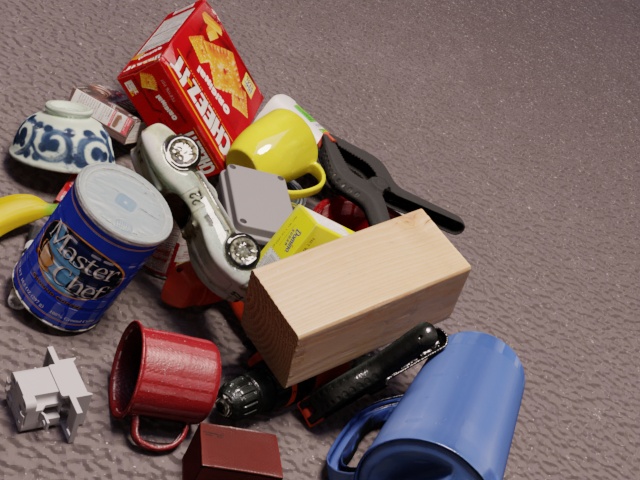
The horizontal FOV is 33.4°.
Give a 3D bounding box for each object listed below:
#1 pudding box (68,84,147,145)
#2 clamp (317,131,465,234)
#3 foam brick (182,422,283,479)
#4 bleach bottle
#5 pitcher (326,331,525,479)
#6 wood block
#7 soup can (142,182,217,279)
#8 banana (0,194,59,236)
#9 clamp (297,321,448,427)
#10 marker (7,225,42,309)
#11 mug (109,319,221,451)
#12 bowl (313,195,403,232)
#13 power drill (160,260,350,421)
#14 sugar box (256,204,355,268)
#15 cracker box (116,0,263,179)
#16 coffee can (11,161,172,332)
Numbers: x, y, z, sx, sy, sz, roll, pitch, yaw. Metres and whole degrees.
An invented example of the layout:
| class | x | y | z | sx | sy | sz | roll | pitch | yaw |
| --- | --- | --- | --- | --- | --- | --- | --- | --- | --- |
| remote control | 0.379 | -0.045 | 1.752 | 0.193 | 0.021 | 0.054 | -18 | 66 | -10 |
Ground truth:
| class | x | y | z | sx | sy | sz | roll | pitch | yaw |
| --- | --- | --- | --- | --- | --- | --- | --- | --- | --- |
| pudding box | -0.254 | -0.157 | 1.324 | 0.090 | 0.039 | 0.113 | 28 | 15 | 4 |
| clamp | 0.077 | -0.058 | 1.329 | 0.164 | 0.036 | 0.210 | -15 | 57 | -46 |
| foam brick | -0.081 | 0.206 | 0.971 | 0.078 | 0.051 | 0.053 | 13 | 35 | -18 |
| bleach bottle | 0.027 | -0.093 | 1.420 | 0.251 | 0.068 | 0.102 | 39 | 8 | 6 |
| pitcher | 0.121 | 0.190 | 1.070 | 0.149 | 0.145 | 0.242 | 42 | 31 | -1 |
| wood block | 0.034 | 0.056 | 1.069 | 0.205 | 0.090 | 0.091 | -20 | 55 | -28 |
| soup can | -0.159 | -0.016 | 1.170 | 0.068 | 0.102 | 0.068 | 17 | 35 | -13 |
| banana | -0.341 | -0.003 | 1.080 | 0.070 | 0.037 | 0.197 | 7 | 32 | 26 |
| clamp | 0.054 | 0.130 | 1.063 | 0.171 | 0.120 | 0.039 | -33 | 71 | -3 |
| marker | -0.301 | 0.025 | 1.098 | 0.020 | 0.020 | 0.121 | 16 | 35 | -14 |
| mug | -0.145 | 0.139 | 0.998 | 0.081 | 0.093 | 0.117 | 14 | 67 | -25 |
| bowl | 0.055 | 0.015 | 1.308 | 0.162 | 0.055 | 0.162 | 17 | 35 | -13 |
| power drill | -0.081 | 0.098 | 1.112 | 0.188 | 0.057 | 0.184 | 46 | 35 | 22 |
| sugar box | 0.014 | 0.033 | 1.152 | 0.176 | 0.093 | 0.048 | 25 | 19 | -44 |
| cracker box | -0.158 | -0.193 | 1.362 | 0.164 | 0.072 | 0.213 | 59 | 24 | -24 |
| coffee can | -0.224 | 0.008 | 1.044 | 0.102 | 0.140 | 0.103 | 29 | 32 | -21 |
